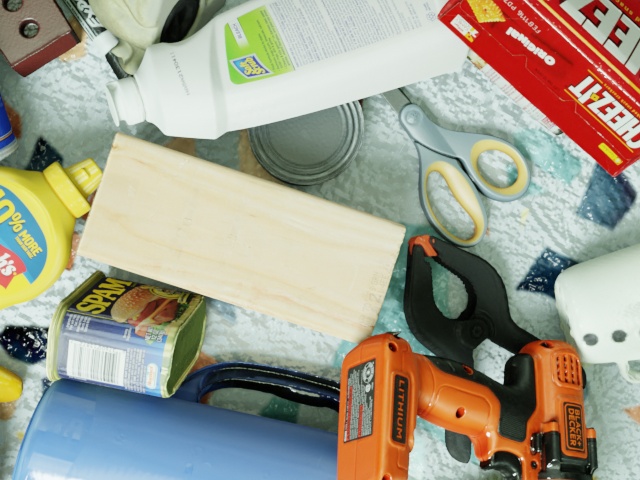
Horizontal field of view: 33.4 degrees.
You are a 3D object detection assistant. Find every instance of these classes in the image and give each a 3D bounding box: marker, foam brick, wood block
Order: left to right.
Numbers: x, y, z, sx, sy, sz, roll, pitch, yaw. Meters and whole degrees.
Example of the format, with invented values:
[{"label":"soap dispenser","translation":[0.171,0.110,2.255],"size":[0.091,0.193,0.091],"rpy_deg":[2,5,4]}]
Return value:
[{"label":"foam brick","translation":[-0.217,-0.166,0.768],"size":[0.053,0.051,0.078],"rpy_deg":[-33,92,-4]},{"label":"marker","translation":[-0.172,-0.167,0.788],"size":[0.020,0.020,0.121],"rpy_deg":[-35,92,-3]},{"label":"wood block","translation":[-0.055,0.000,0.760],"size":[0.206,0.091,0.090],"rpy_deg":[18,88,-3]}]

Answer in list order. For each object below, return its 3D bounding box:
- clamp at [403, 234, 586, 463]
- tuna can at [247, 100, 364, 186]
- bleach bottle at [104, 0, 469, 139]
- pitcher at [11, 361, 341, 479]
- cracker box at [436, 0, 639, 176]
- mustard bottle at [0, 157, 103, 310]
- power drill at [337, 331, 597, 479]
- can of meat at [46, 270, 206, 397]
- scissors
[{"label":"clamp","translation":[0.124,0.068,0.799],"size":[0.120,0.039,0.171],"rpy_deg":[-22,94,-15]},{"label":"tuna can","translation":[-0.012,-0.083,0.791],"size":[0.086,0.034,0.086],"rpy_deg":[0,90,-4]},{"label":"bleach bottle","translation":[-0.027,-0.134,0.741],"size":[0.250,0.068,0.102],"rpy_deg":[-18,63,-14]},{"label":"pitcher","translation":[-0.081,0.166,0.749],"size":[0.243,0.149,0.145],"rpy_deg":[16,104,0]},{"label":"cracker box","translation":[0.205,-0.175,0.741],"size":[0.164,0.072,0.213],"rpy_deg":[41,57,-3]},{"label":"mustard bottle","translation":[-0.230,0.006,0.732],"size":[0.191,0.058,0.096],"rpy_deg":[-37,94,-7]},{"label":"power drill","translation":[0.102,0.144,0.707],"size":[0.187,0.057,0.184],"rpy_deg":[15,62,-28]},{"label":"can of meat","translation":[-0.131,0.065,0.741],"size":[0.084,0.102,0.057],"rpy_deg":[11,107,6]},{"label":"scissors","translation":[0.090,-0.094,0.807],"size":[0.096,0.016,0.202],"rpy_deg":[-23,91,-5]}]
